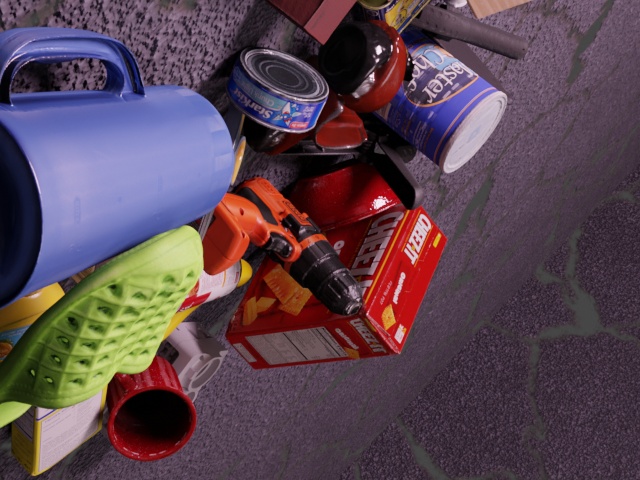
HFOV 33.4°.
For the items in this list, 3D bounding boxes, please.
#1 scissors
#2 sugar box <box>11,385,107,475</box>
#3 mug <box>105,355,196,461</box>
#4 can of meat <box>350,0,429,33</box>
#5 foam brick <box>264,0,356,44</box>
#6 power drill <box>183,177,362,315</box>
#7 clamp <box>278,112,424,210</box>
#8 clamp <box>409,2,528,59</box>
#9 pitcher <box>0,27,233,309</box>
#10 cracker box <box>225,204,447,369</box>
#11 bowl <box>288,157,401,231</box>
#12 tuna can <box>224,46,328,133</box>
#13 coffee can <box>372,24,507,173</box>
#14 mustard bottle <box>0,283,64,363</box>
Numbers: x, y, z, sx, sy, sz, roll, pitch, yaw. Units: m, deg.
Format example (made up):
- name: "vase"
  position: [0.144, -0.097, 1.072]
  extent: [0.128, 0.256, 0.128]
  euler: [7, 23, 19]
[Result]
- name: "scissors"
  position: [-0.082, -0.070, 0.906]
  extent: [0.201, 0.016, 0.096]
  euler: [-80, 180, -73]
- name: "sugar box"
  position: [-0.257, 0.153, 1.054]
  extent: [0.093, 0.048, 0.176]
  euler: [-35, 154, -38]
- name: "mug"
  position: [-0.191, 0.165, 1.132]
  extent: [0.093, 0.081, 0.117]
  euler: [-32, 120, -2]
- name: "can of meat"
  position: [0.069, -0.242, 0.991]
  extent: [0.102, 0.057, 0.084]
  euler: [-48, 164, -4]
- name: "foam brick"
  position: [-0.001, -0.214, 0.890]
  extent: [0.078, 0.051, 0.053]
  euler: [-52, 161, 7]
- name: "power drill"
  position: [-0.057, 0.001, 1.019]
  extent: [0.057, 0.185, 0.187]
  euler: [-52, 153, 14]
- name: "clamp"
  position: [0.042, -0.105, 1.150]
  extent: [0.209, 0.164, 0.036]
  euler: [-65, 176, -63]
- name: "clamp"
  position: [0.125, -0.230, 1.118]
  extent: [0.171, 0.120, 0.039]
  euler: [11, 99, -41]
- name: "pitcher"
  position: [-0.162, -0.053, 0.731]
  extent: [0.149, 0.145, 0.242]
  euler: [-29, 178, 30]
- name: "cracker box"
  position: [0.013, 0.051, 1.171]
  extent: [0.214, 0.072, 0.164]
  euler: [-12, -140, 42]
- name: "bowl"
  position: [0.025, -0.056, 1.202]
  extent: [0.162, 0.055, 0.162]
  euler: [-19, -171, 3]
- name: "tuna can"
  position: [-0.037, -0.131, 0.920]
  extent: [0.085, 0.086, 0.034]
  euler: [-25, 149, -52]
- name: "coffee can"
  position: [0.113, -0.154, 1.138]
  extent: [0.102, 0.140, 0.103]
  euler: [-43, 161, -18]
- name: "mustard bottle"
  position: [-0.256, 0.073, 0.865]
  extent: [0.096, 0.058, 0.192]
  euler: [-22, 149, -44]
